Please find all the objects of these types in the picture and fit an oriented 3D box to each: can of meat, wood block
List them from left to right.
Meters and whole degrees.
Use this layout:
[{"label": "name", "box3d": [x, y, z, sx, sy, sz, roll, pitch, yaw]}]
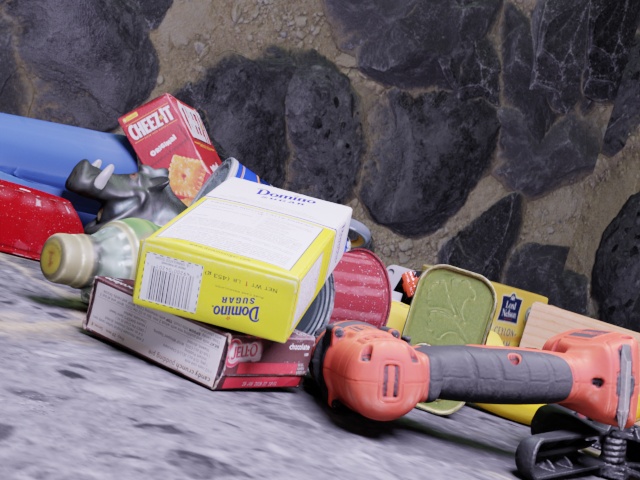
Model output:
[{"label": "can of meat", "box3d": [0.093, 0.072, 0.782, 0.057, 0.102, 0.084, 17, -1, 13]}, {"label": "wood block", "box3d": [0.311, 0.136, 1.083, 0.206, 0.090, 0.090, 17, 0, 28]}]

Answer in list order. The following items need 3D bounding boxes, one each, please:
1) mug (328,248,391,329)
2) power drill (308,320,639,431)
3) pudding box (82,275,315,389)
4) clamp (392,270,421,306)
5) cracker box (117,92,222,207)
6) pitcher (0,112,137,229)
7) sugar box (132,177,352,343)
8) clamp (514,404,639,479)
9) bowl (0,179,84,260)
[{"label": "mug", "box3d": [0.004, 0.057, 0.895, 0.081, 0.093, 0.117, 9, 42, -39]}, {"label": "power drill", "box3d": [0.088, 0.081, 0.671, 0.187, 0.057, 0.184, 2, 1, -9]}, {"label": "pudding box", "box3d": [-0.074, 0.056, 0.651, 0.114, 0.039, 0.089, 17, 2, 32]}, {"label": "clamp", "box3d": [0.134, 0.064, 1.179, 0.120, 0.039, 0.171, -26, -21, 5]}, {"label": "cracker box", "box3d": [-0.134, -0.054, 1.221, 0.214, 0.072, 0.164, 62, 3, 1]}, {"label": "pitcher", "box3d": [-0.322, -0.071, 1.132, 0.242, 0.145, 0.149, 11, -34, -35]}, {"label": "sugar box", "box3d": [-0.041, 0.007, 0.662, 0.093, 0.048, 0.176, 15, 14, 8]}, {"label": "clamp", "box3d": [0.181, 0.133, 0.687, 0.164, 0.036, 0.210, 13, 2, -8]}, {"label": "bowl", "box3d": [-0.286, -0.023, 0.998, 0.162, 0.055, 0.162, 17, 2, -1]}]
